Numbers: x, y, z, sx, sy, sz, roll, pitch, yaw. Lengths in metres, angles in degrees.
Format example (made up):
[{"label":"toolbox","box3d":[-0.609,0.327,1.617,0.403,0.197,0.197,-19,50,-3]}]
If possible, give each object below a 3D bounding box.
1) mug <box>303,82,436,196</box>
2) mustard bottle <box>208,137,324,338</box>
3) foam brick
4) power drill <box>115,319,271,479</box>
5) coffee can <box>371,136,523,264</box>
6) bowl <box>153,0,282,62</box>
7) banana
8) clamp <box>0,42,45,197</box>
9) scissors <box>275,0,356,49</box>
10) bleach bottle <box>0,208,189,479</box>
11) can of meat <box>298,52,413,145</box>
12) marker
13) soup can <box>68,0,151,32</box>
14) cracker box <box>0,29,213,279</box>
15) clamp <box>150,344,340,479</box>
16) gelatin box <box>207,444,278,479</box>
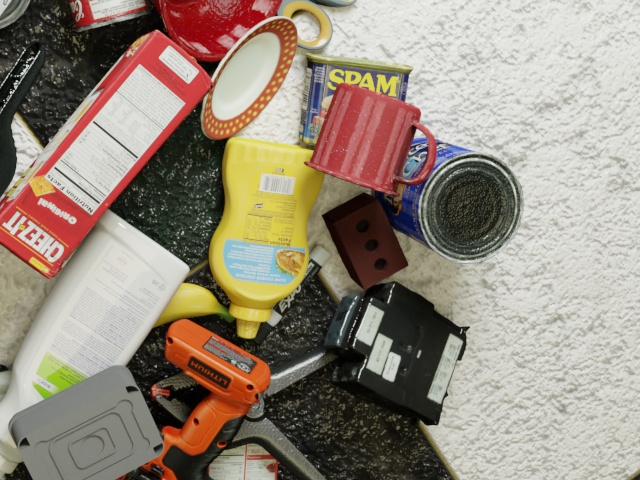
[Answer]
[{"label":"mug","box3d":[0.051,-0.089,0.957,0.093,0.117,0.081,8,102,-59]},{"label":"mustard bottle","box3d":[-0.057,0.001,1.029,0.096,0.058,0.192,7,99,-17]},{"label":"foam brick","box3d":[0.044,0.000,1.059,0.053,0.051,0.078,-28,107,-7]},{"label":"power drill","box3d":[-0.144,0.171,1.000,0.184,0.057,0.188,28,108,0]},{"label":"coffee can","box3d":[0.118,-0.042,1.023,0.102,0.140,0.103,-3,102,-14]},{"label":"bowl","box3d":[-0.097,-0.241,0.933,0.161,0.055,0.162,-34,138,-37]},{"label":"banana","box3d":[-0.180,0.088,1.026,0.197,0.037,0.069,-23,104,-9]},{"label":"clamp","box3d":[-0.306,-0.101,0.927,0.120,0.039,0.171,10,92,-44]},{"label":"scissors","box3d":[-0.060,-0.238,1.002,0.201,0.016,0.096,8,99,-16]},{"label":"bleach bottle","box3d":[-0.228,0.099,0.962,0.102,0.068,0.251,37,85,-18]},{"label":"can of meat","box3d":[0.032,-0.132,1.027,0.102,0.057,0.084,4,103,-15]},{"label":"marker","box3d":[-0.033,0.056,1.068,0.020,0.020,0.121,38,90,-19]},{"label":"soup can","box3d":[-0.195,-0.242,0.938,0.068,0.068,0.102,-17,105,-11]},{"label":"cracker box","box3d":[-0.190,-0.080,0.923,0.072,0.164,0.213,40,89,-16]},{"label":"clamp","box3d":[-0.061,0.155,1.062,0.210,0.036,0.164,17,75,-9]},{"label":"gelatin box","box3d":[-0.082,0.238,1.087,0.073,0.030,0.089,2,98,-15]}]
